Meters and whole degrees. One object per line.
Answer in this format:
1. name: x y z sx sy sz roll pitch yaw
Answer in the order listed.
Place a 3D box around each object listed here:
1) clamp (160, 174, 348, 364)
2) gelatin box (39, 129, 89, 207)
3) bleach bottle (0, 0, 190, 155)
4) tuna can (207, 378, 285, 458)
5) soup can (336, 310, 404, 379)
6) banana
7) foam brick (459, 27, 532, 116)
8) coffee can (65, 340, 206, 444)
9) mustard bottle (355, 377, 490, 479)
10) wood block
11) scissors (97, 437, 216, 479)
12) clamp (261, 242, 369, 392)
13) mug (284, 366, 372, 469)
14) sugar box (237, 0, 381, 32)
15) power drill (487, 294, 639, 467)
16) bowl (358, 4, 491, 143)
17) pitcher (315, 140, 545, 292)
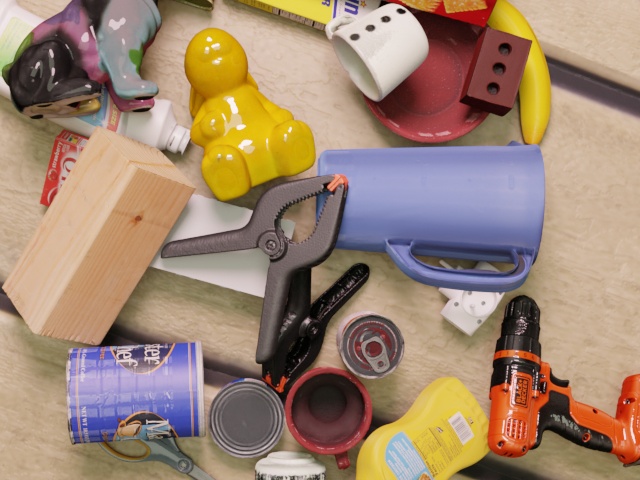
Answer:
1. clamp: -0.057 0.001 1.107 0.164 0.036 0.210 40 101 7
2. gelatin box: -0.263 -0.068 1.173 0.073 0.030 0.089 22 119 -3
3. bleach bottle: -0.256 -0.169 1.179 0.251 0.068 0.102 26 88 -4
4. tuna can: -0.082 0.197 1.191 0.086 0.034 0.086 0 89 -2
5. soup can: 0.052 0.112 1.163 0.068 0.102 0.068 0 89 -2
6. banana: 0.219 -0.206 1.211 0.070 0.037 0.198 -31 87 24
7. foam brick: 0.187 -0.180 1.142 0.053 0.051 0.078 16 89 -2
8. coffee can: -0.194 0.162 1.137 0.140 0.103 0.103 -2 89 -7
9. mustard bottle: 0.096 0.237 1.149 0.191 0.058 0.096 -35 100 -26
10. wood block: -0.234 -0.002 1.123 0.090 0.090 0.206 43 105 38
11. scissors: -0.153 0.230 1.197 0.201 0.016 0.096 20 88 -2
12. clamp: -0.022 0.082 1.167 0.120 0.039 0.171 32 88 -42
13. mug: 0.011 0.193 1.170 0.093 0.081 0.117 -19 89 -2
14. sugar box: -0.016 -0.293 1.197 0.176 0.048 0.093 17 88 0
15. power drill: 0.279 0.163 1.180 0.187 0.057 0.184 14 68 -5
16. bowl: 0.121 -0.187 1.194 0.162 0.055 0.162 0 89 -2
17. pitcher: 0.117 -0.033 1.153 0.243 0.149 0.145 2 105 1
